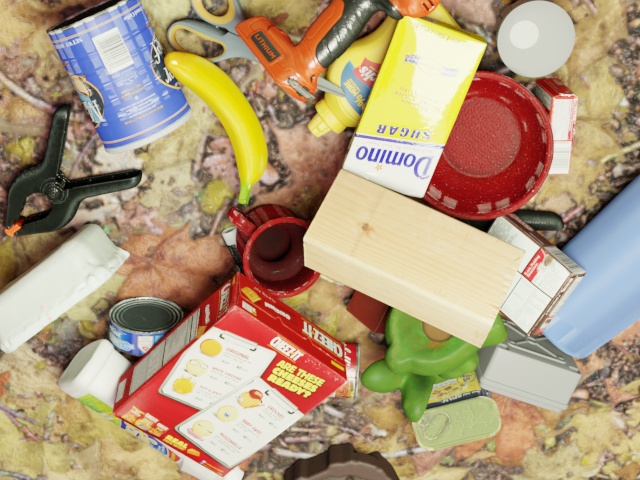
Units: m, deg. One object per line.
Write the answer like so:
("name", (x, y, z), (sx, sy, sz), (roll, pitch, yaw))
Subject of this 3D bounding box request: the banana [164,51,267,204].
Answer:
("banana", (-0.102, -0.134, 1.150), (0.037, 0.069, 0.197), (-4, 129, 32))

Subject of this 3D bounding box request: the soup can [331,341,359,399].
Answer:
("soup can", (-0.006, 0.153, 1.275), (0.102, 0.068, 0.068), (4, 113, -1))

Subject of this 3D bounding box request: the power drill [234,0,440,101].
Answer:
("power drill", (0.006, -0.245, 1.061), (0.188, 0.184, 0.057), (-42, 149, 13))

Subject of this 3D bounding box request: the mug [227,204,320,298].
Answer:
("mug", (-0.058, 0.001, 1.193), (0.117, 0.081, 0.093), (35, 95, -22))

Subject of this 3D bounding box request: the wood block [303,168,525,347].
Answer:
("wood block", (0.095, 0.018, 1.105), (0.206, 0.090, 0.090), (25, 72, 10))

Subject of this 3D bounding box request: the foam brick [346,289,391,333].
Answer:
("foam brick", (0.077, 0.061, 1.234), (0.051, 0.053, 0.078), (0, 122, -48))

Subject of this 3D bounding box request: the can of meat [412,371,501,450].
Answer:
("can of meat", (0.159, 0.199, 1.285), (0.102, 0.084, 0.057), (-15, 112, 6))

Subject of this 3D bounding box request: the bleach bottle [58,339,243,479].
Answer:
("bleach bottle", (-0.193, 0.220, 1.291), (0.250, 0.068, 0.103), (40, 152, -16))

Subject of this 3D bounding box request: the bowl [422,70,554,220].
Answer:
("bowl", (0.169, -0.105, 1.149), (0.162, 0.055, 0.162), (4, 107, 12))

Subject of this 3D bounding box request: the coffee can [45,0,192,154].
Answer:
("coffee can", (-0.209, -0.176, 1.118), (0.103, 0.103, 0.140), (-21, 111, 8))

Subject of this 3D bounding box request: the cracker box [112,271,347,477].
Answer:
("cracker box", (-0.101, 0.154, 1.193), (0.164, 0.072, 0.214), (36, 118, -25))

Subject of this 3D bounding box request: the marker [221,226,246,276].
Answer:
("marker", (-0.084, 0.040, 1.254), (0.020, 0.020, 0.121), (-19, 111, 8))

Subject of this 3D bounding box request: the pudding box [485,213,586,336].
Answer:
("pudding box", (0.219, 0.036, 1.174), (0.114, 0.039, 0.090), (44, 115, 29))

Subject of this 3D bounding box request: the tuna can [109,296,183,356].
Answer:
("tuna can", (-0.203, 0.100, 1.244), (0.086, 0.086, 0.034), (5, 115, -2))

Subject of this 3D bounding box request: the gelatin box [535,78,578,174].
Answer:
("gelatin box", (0.252, -0.124, 1.154), (0.030, 0.073, 0.089), (0, 112, -3))

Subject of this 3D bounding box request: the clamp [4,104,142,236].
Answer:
("clamp", (-0.286, -0.059, 1.203), (0.120, 0.039, 0.172), (38, 114, -10))

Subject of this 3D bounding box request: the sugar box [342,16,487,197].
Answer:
("sugar box", (0.094, -0.139, 1.097), (0.093, 0.048, 0.176), (19, 109, -2))

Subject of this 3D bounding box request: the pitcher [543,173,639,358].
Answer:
("pitcher", (0.352, 0.023, 1.196), (0.149, 0.145, 0.243), (45, 110, -4))

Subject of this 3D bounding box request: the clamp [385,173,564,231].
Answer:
("clamp", (0.152, -0.006, 1.224), (0.209, 0.036, 0.165), (28, 109, -14))

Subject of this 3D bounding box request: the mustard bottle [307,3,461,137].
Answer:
("mustard bottle", (0.064, -0.176, 1.141), (0.192, 0.058, 0.096), (-38, 112, 15))

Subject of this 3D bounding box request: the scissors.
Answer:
("scissors", (-0.064, -0.216, 1.124), (0.202, 0.016, 0.096), (12, 105, 10))
